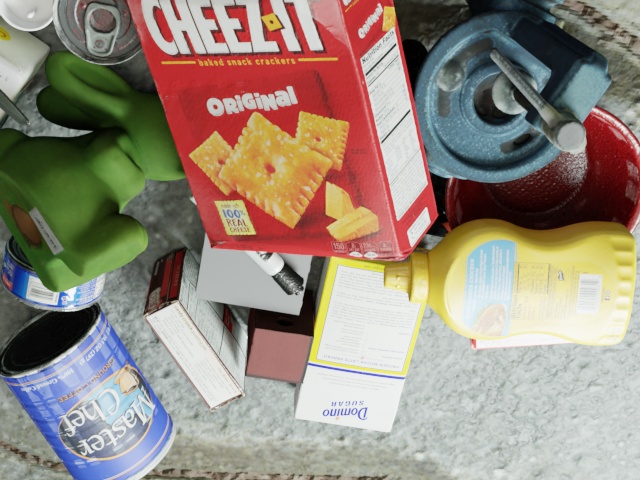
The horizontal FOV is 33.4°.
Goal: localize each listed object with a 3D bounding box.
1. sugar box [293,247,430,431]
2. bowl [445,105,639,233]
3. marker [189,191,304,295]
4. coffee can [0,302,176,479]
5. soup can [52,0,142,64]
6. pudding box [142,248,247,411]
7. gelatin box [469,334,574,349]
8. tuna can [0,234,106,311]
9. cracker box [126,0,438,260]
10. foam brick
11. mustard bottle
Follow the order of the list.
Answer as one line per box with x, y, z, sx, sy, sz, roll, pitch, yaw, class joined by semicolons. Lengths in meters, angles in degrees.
0.036;0.084;0.944;0.093;0.048;0.176;10;122;-6;sugar box
0.179;-0.048;0.865;0.162;0.055;0.162;0;119;0;bowl
-0.055;0.001;0.840;0.020;0.020;0.121;-37;113;18;marker
-0.204;0.137;0.939;0.103;0.103;0.140;-21;116;11;coffee can
-0.149;-0.175;0.769;0.068;0.102;0.068;0;118;0;soup can
-0.105;0.075;0.912;0.039;0.090;0.113;-27;116;13;pudding box
0.167;0.060;0.914;0.089;0.073;0.030;-5;119;2;gelatin box
-0.220;0.022;0.886;0.086;0.086;0.034;13;116;-7;tuna can
-0.025;-0.092;0.721;0.164;0.072;0.213;4;126;30;cracker box
-0.035;0.079;0.922;0.053;0.078;0.051;8;118;-7;foam brick
0.146;0.032;0.842;0.191;0.058;0.096;2;109;0;mustard bottle
